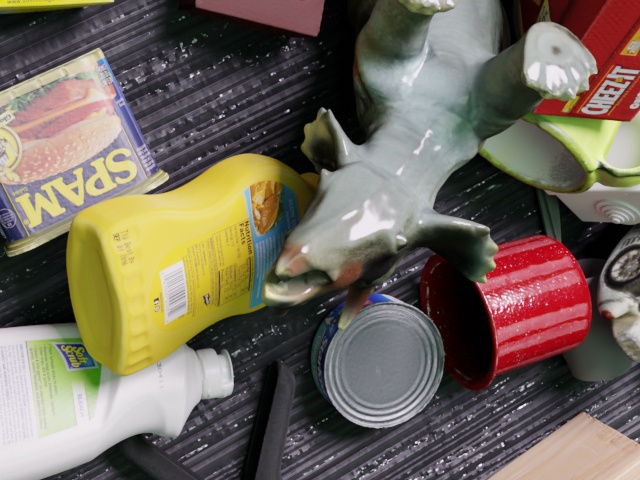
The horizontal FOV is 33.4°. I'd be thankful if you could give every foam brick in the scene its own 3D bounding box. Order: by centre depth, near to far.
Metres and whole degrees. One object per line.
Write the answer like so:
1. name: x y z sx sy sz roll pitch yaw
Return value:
1. foam brick: -0.039 -0.154 0.633 0.078 0.051 0.053 9 97 -21

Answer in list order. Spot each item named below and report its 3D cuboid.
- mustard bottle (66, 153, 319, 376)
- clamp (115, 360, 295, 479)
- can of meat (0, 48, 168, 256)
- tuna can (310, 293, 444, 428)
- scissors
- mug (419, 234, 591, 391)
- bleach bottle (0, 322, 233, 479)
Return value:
1. mustard bottle: -0.054 0.001 0.631 0.191 0.058 0.096 -25 124 -38
2. clamp: -0.062 0.172 0.691 0.120 0.039 0.171 -11 96 -11
3. can of meat: -0.152 -0.052 0.610 0.102 0.057 0.084 -28 105 -14
4. tuna can: 0.037 0.079 0.711 0.086 0.034 0.086 -4 101 -19
5. scissors: 0.127 -0.091 0.723 0.096 0.016 0.202 -1 100 -18
6. mug: 0.123 0.052 0.715 0.081 0.093 0.117 -15 135 -22
7. bleach bottle: -0.173 0.101 0.615 0.250 0.068 0.102 -6 71 -20
